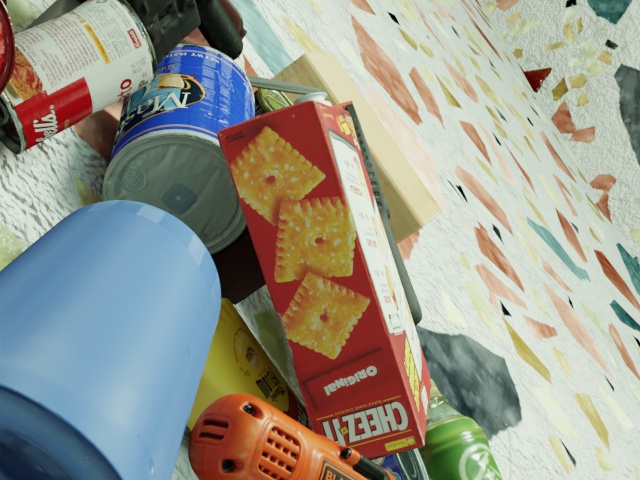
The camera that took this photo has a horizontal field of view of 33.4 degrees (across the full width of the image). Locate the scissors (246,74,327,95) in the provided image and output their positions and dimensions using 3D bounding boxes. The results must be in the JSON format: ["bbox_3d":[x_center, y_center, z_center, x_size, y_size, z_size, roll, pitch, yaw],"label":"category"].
[{"bbox_3d":[-0.102,-0.146,0.883,0.201,0.016,0.096,0,31,-26],"label":"scissors"}]

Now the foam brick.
[{"bbox_3d":[-0.055,0.001,0.805,0.051,0.078,0.053,40,25,-38],"label":"foam brick"}]

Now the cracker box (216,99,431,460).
[{"bbox_3d":[0.009,0.022,0.699,0.164,0.072,0.214,-31,104,-81],"label":"cracker box"}]

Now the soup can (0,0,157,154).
[{"bbox_3d":[-0.164,-0.108,0.676,0.069,0.102,0.068,42,-28,29],"label":"soup can"}]

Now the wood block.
[{"bbox_3d":[0.023,-0.084,1.095,0.206,0.090,0.090,56,21,2],"label":"wood block"}]

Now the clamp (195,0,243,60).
[{"bbox_3d":[-0.116,-0.208,0.815,0.120,0.039,0.171,33,-13,11],"label":"clamp"}]

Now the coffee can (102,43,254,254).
[{"bbox_3d":[-0.099,-0.067,0.779,0.102,0.103,0.140,43,23,-27],"label":"coffee can"}]

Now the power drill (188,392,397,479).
[{"bbox_3d":[-0.014,0.187,0.500,0.184,0.057,0.187,38,60,-34],"label":"power drill"}]

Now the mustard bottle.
[{"bbox_3d":[-0.032,0.131,0.679,0.191,0.058,0.096,54,15,-1],"label":"mustard bottle"}]

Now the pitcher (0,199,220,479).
[{"bbox_3d":[-0.118,0.078,0.499,0.145,0.149,0.242,35,20,-8],"label":"pitcher"}]
